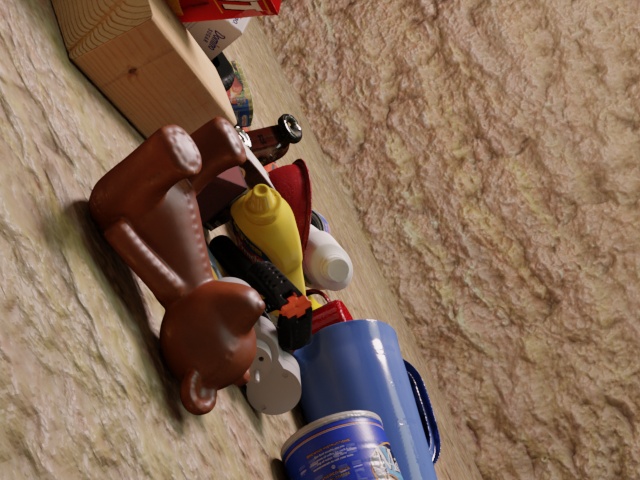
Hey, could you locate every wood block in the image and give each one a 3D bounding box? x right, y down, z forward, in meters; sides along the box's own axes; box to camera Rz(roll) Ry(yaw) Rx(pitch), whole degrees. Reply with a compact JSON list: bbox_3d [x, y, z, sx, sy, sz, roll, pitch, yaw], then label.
[{"bbox_3d":[-0.173,-0.179,1.083,0.090,0.091,0.206,67,7,29],"label":"wood block"}]

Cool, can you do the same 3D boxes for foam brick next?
[{"bbox_3d":[-0.120,-0.054,1.025,0.051,0.078,0.053,18,41,-50],"label":"foam brick"}]

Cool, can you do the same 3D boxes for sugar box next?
[{"bbox_3d":[-0.171,-0.284,1.217,0.176,0.094,0.048,31,65,-21],"label":"sugar box"}]

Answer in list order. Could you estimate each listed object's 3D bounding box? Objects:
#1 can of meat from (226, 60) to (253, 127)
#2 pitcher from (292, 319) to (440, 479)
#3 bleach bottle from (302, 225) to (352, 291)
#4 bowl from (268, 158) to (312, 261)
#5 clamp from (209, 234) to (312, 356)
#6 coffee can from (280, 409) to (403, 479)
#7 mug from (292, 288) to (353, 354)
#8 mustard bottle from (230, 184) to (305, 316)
[{"bbox_3d":[-0.135,-0.181,1.345,0.057,0.083,0.102,94,-18,-46],"label":"can of meat"},{"bbox_3d":[0.063,0.220,1.183,0.145,0.149,0.243,74,-1,-56],"label":"pitcher"},{"bbox_3d":[-0.007,0.026,1.395,0.102,0.068,0.251,57,-8,-15],"label":"bleach bottle"},{"bbox_3d":[-0.059,-0.025,1.334,0.162,0.055,0.162,-175,-90,-73],"label":"bowl"},{"bbox_3d":[-0.056,0.057,1.077,0.164,0.036,0.210,60,-16,1],"label":"clamp"},{"bbox_3d":[0.032,0.243,0.984,0.102,0.103,0.140,53,12,-56],"label":"coffee can"},{"bbox_3d":[0.000,0.115,1.329,0.117,0.081,0.093,66,7,21],"label":"mug"},{"bbox_3d":[-0.058,0.002,1.152,0.096,0.058,0.192,49,-20,27],"label":"mustard bottle"}]
